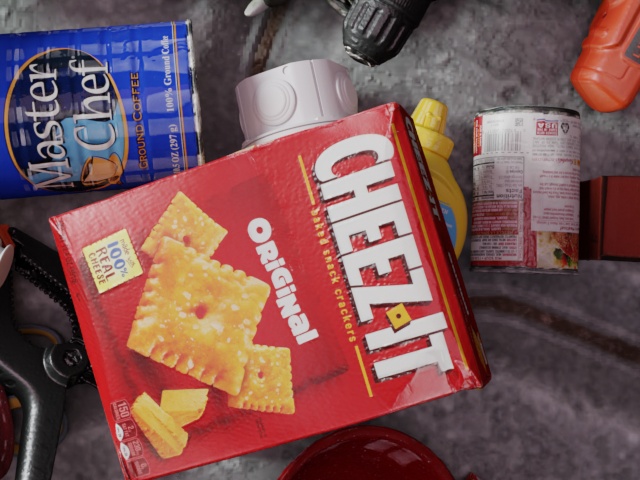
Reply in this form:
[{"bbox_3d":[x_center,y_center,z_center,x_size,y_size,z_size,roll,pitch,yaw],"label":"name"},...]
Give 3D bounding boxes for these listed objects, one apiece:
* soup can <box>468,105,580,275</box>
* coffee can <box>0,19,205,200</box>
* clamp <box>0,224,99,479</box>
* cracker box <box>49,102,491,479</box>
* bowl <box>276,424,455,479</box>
[{"bbox_3d":[0.129,-0.030,0.673,0.068,0.068,0.102,2,88,1],"label":"soup can"},{"bbox_3d":[-0.145,-0.080,0.656,0.140,0.103,0.103,-5,88,-6],"label":"coffee can"},{"bbox_3d":[-0.164,0.088,0.667,0.164,0.036,0.210,-32,82,-34],"label":"clamp"},{"bbox_3d":[-0.029,0.033,0.611,0.214,0.072,0.164,-18,85,12],"label":"cracker box"},{"bbox_3d":[0.016,0.192,0.635,0.161,0.055,0.162,7,77,-33],"label":"bowl"}]
